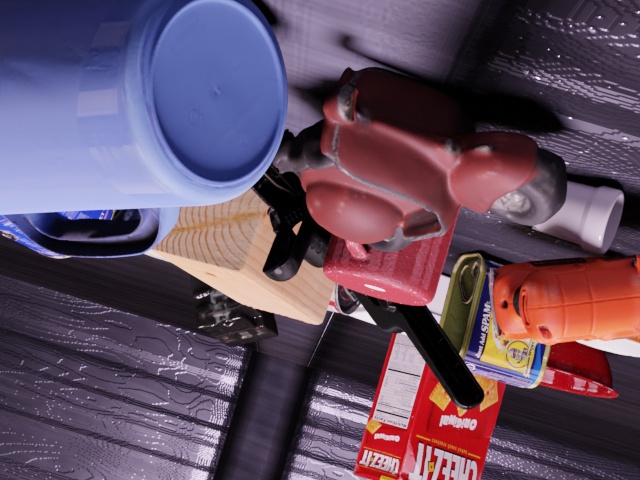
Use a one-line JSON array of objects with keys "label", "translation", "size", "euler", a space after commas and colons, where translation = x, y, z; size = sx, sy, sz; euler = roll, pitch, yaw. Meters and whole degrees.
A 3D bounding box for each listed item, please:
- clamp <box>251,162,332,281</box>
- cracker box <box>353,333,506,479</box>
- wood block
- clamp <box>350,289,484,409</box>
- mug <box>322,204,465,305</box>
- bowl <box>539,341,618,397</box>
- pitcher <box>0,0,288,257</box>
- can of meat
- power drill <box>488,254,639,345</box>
[{"label": "clamp", "translation": [-0.018, -0.012, 0.777], "size": [0.039, 0.120, 0.171], "euler": [-23, 156, 21]}, {"label": "cracker box", "translation": [0.138, 0.187, 1.231], "size": [0.072, 0.213, 0.164], "euler": [7, 166, 43]}, {"label": "wood block", "translation": [-0.056, 0.002, 0.922], "size": [0.091, 0.090, 0.206], "euler": [14, 169, 21]}, {"label": "clamp", "translation": [0.072, 0.051, 0.904], "size": [0.036, 0.164, 0.210], "euler": [-17, -171, -19]}, {"label": "mug", "translation": [0.046, -0.007, 0.741], "size": [0.093, 0.081, 0.117], "euler": [12, 168, 25]}, {"label": "bowl", "translation": [0.250, 0.125, 1.169], "size": [0.162, 0.055, 0.162], "euler": [16, 169, 3]}, {"label": "pitcher", "translation": [-0.134, -0.067, 0.580], "size": [0.243, 0.145, 0.149], "euler": [4, 175, 40]}, {"label": "can of meat", "translation": [0.154, 0.071, 0.925], "size": [0.083, 0.102, 0.057], "euler": [17, 171, -16]}, {"label": "power drill", "translation": [0.201, 0.034, 0.705], "size": [0.184, 0.057, 0.188], "euler": [-4, 176, -8]}]
